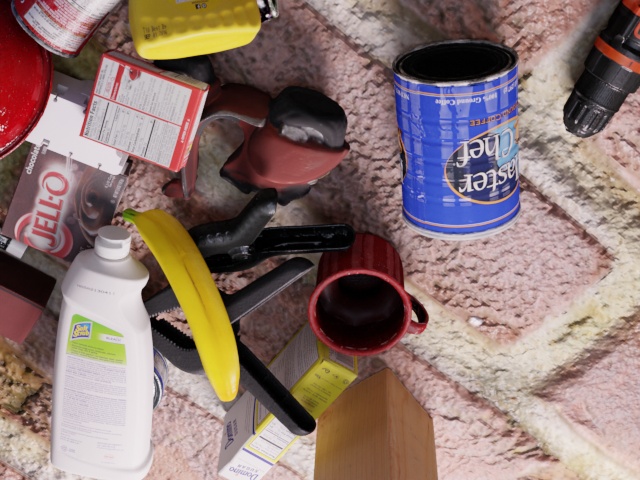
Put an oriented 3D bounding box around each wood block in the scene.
[{"bbox_3d":[0.054,0.230,1.011,0.091,0.206,0.090,-32,113,18],"label":"wood block"}]

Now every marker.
[{"bbox_3d":[-0.331,-0.020,0.998,0.121,0.020,0.020,29,116,-13],"label":"marker"}]

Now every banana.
[{"bbox_3d":[-0.113,0.048,0.943,0.037,0.070,0.198,-26,87,-22],"label":"banana"}]

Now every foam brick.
[{"bbox_3d":[-0.301,0.052,1.017,0.078,0.053,0.051,29,116,-12],"label":"foam brick"}]

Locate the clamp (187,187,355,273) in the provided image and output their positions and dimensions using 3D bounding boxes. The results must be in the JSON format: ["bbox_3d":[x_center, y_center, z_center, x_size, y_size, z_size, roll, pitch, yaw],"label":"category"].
[{"bbox_3d":[-0.056,0.001,0.964,0.120,0.039,0.172,25,149,-36],"label":"clamp"}]

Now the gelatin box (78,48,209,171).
[{"bbox_3d":[-0.143,-0.106,0.868,0.089,0.030,0.073,20,109,2],"label":"gelatin box"}]

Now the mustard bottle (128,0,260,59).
[{"bbox_3d":[-0.112,-0.238,0.810,0.096,0.058,0.191,-12,85,-15],"label":"mustard bottle"}]

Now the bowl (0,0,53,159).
[{"bbox_3d":[-0.303,-0.139,0.863,0.162,0.055,0.162,-1,83,7],"label":"bowl"}]

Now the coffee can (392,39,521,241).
[{"bbox_3d":[0.115,-0.085,0.893,0.103,0.102,0.140,-4,119,5],"label":"coffee can"}]

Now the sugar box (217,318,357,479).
[{"bbox_3d":[-0.032,0.152,1.037,0.048,0.093,0.176,30,117,-16],"label":"sugar box"}]

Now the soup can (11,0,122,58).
[{"bbox_3d":[-0.191,-0.206,0.860,0.068,0.068,0.102,40,113,-18],"label":"soup can"}]

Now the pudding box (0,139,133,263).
[{"bbox_3d":[-0.230,-0.038,0.971,0.090,0.039,0.114,23,118,-10],"label":"pudding box"}]

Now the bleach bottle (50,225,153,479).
[{"bbox_3d":[-0.196,0.105,0.997,0.102,0.068,0.251,10,116,-3],"label":"bleach bottle"}]

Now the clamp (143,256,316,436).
[{"bbox_3d":[-0.088,0.075,0.981,0.210,0.036,0.164,16,110,29],"label":"clamp"}]

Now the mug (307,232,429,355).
[{"bbox_3d":[0.047,0.050,0.983,0.117,0.081,0.093,22,118,-9],"label":"mug"}]
